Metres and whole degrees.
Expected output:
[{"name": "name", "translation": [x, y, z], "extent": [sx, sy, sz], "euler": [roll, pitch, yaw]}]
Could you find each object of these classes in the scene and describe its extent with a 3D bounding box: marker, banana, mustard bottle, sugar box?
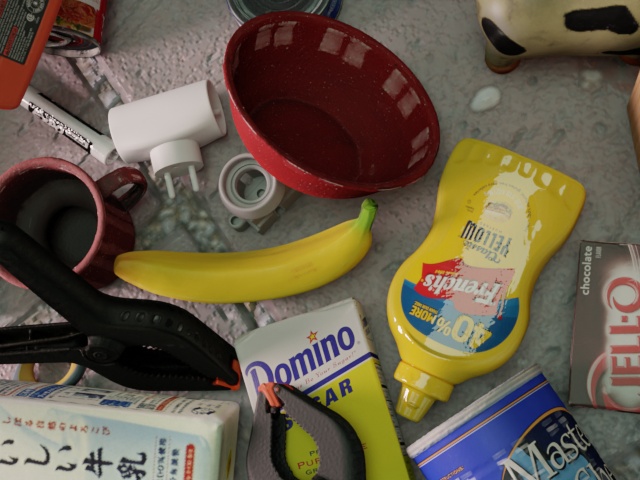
[{"name": "marker", "translation": [-0.205, -0.097, 0.821], "extent": [0.121, 0.020, 0.020], "euler": [34, 88, 14]}, {"name": "banana", "translation": [-0.045, 0.014, 0.754], "extent": [0.198, 0.069, 0.037], "euler": [-14, 35, 14]}, {"name": "mustard bottle", "translation": [0.099, 0.033, 0.725], "extent": [0.096, 0.058, 0.191], "euler": [25, 87, 13]}, {"name": "sugar box", "translation": [0.009, 0.136, 0.732], "extent": [0.093, 0.048, 0.176], "euler": [-20, 79, 7]}]

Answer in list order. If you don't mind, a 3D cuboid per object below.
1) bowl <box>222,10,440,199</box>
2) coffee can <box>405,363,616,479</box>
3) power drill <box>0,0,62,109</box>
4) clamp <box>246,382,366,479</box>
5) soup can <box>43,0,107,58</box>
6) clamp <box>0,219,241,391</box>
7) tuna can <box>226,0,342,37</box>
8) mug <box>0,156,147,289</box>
[{"name": "bowl", "translation": [0.000, -0.083, 0.738], "extent": [0.162, 0.055, 0.162], "euler": [16, 49, -19]}, {"name": "coffee can", "translation": [0.135, 0.164, 0.675], "extent": [0.103, 0.102, 0.140], "euler": [-34, 77, 4]}, {"name": "power drill", "translation": [-0.268, -0.151, 0.780], "extent": [0.188, 0.057, 0.184], "euler": [25, 96, 47]}, {"name": "clamp", "translation": [0.010, 0.167, 0.681], "extent": [0.120, 0.039, 0.171], "euler": [-18, 77, 9]}, {"name": "soup can", "translation": [-0.194, -0.198, 0.810], "extent": [0.068, 0.068, 0.102], "euler": [5, 82, 11]}, {"name": "clamp", "translation": [-0.157, 0.068, 0.739], "extent": [0.209, 0.165, 0.036], "euler": [23, 49, -23]}, {"name": "tuna can", "translation": [-0.028, -0.187, 0.795], "extent": [0.086, 0.033, 0.086], "euler": [-2, 81, 10]}, {"name": "mug", "translation": [-0.175, -0.014, 0.771], "extent": [0.117, 0.081, 0.093], "euler": [-38, 77, 3]}]
